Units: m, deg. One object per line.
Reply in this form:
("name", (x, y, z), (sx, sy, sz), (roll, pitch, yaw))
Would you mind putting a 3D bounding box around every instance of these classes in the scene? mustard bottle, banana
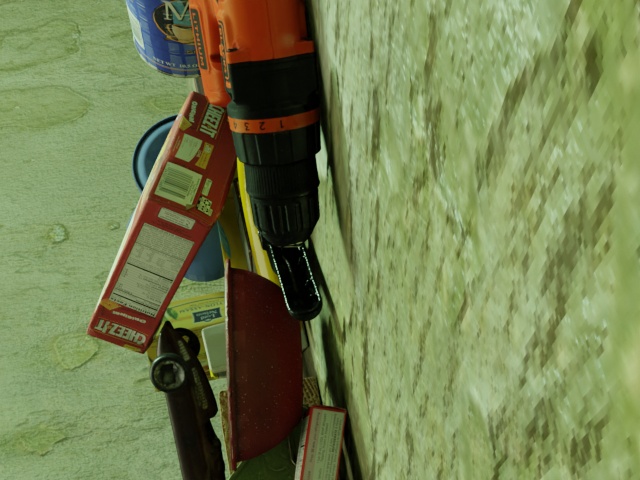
("mustard bottle", (-0.085, -0.009, 1.164), (0.096, 0.058, 0.191), (-105, 8, -50))
("banana", (-0.046, -0.017, 0.918), (0.069, 0.037, 0.198), (-114, 15, -69))

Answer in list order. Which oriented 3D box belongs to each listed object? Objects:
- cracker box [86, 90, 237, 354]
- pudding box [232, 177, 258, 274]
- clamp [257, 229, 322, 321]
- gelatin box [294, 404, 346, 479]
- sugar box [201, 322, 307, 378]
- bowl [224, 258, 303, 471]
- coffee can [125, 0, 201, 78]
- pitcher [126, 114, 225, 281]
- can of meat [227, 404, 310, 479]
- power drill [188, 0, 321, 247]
("cracker box", (-0.150, -0.015, 1.053), (0.164, 0.072, 0.214), (-78, 15, -46))
("pudding box", (-0.057, 0.001, 1.037), (0.113, 0.039, 0.090), (87, 170, -58))
("clamp", (-0.026, 0.001, 0.794), (0.171, 0.039, 0.120), (122, 141, -85))
("gelatin box", (-0.002, 0.170, 0.791), (0.073, 0.030, 0.089), (107, 171, -76))
("sugar box", (-0.066, 0.102, 1.044), (0.176, 0.093, 0.048), (112, 144, -77))
("bowl", (-0.043, 0.093, 0.815), (0.162, 0.055, 0.162), (178, 90, -86))
("coffee can", (-0.116, -0.219, 0.896), (0.140, 0.102, 0.103), (92, 165, -63))
("pitcher", (-0.159, -0.034, 1.319), (0.243, 0.149, 0.145), (93, 169, -64))
("can of meat", (-0.031, 0.190, 0.888), (0.057, 0.102, 0.084), (35, 167, 9))
("power drill", (-0.040, -0.104, 0.665), (0.188, 0.057, 0.184), (-127, 31, -68))
